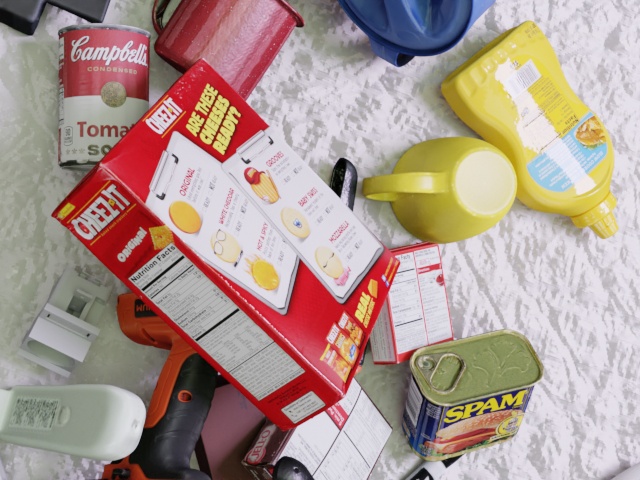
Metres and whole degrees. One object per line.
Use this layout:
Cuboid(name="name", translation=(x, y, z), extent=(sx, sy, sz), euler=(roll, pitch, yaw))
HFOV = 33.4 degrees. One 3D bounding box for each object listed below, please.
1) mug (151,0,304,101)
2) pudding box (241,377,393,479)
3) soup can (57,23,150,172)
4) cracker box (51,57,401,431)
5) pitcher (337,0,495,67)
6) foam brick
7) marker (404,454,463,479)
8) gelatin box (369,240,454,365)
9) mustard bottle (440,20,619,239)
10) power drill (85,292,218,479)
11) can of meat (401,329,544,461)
Cuboid(name="mug", translation=(-0.081, -0.161, 0.810), extent=(0.117, 0.093, 0.081), euler=(33, 90, 22))
Cuboid(name="pudding box", translation=(0.001, 0.156, 0.811), extent=(0.090, 0.039, 0.113), euler=(55, 48, -25))
Cuboid(name="soup can", translation=(-0.160, -0.103, 0.791), extent=(0.068, 0.069, 0.102), euler=(0, 89, -16))
Cuboid(name="cracker box", translation=(-0.055, 0.001, 0.732), extent=(0.213, 0.072, 0.164), euler=(45, 35, -12))
Cuboid(name="pitcher", translation=(0.119, -0.251, 0.831), extent=(0.242, 0.149, 0.145), euler=(-44, 113, -32))
Cuboid(name="foam brick", translation=(-0.071, 0.145, 0.817), extent=(0.053, 0.051, 0.078), euler=(-15, 93, -17))
Cuboid(name="marker", translation=(0.074, 0.203, 0.874), extent=(0.121, 0.020, 0.020), euler=(-40, 99, -13))
Cuboid(name="gelatin box", translation=(0.068, 0.049, 0.857), extent=(0.073, 0.030, 0.089), euler=(-11, 92, -45))
Cuboid(name="mustard bottle", translation=(0.191, -0.082, 0.896), extent=(0.096, 0.058, 0.191), euler=(-39, 98, -17))
Cuboid(name="power drill", translation=(-0.129, 0.131, 0.764), extent=(0.057, 0.185, 0.187), euler=(31, 61, -45))
Cuboid(name="can of meat", translation=(0.117, 0.125, 0.850), extent=(0.102, 0.084, 0.057), euler=(-11, 48, -16))
